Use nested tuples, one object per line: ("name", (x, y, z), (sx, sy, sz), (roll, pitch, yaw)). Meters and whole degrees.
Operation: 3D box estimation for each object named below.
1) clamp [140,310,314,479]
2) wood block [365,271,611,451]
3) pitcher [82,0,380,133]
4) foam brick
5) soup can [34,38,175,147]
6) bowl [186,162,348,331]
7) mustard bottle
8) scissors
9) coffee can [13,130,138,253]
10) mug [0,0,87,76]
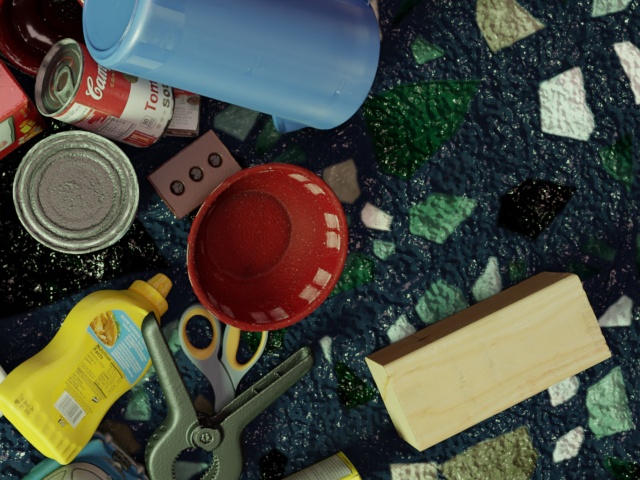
("clamp", (-0.098, 0.174, 0.997), (0.164, 0.036, 0.210), (7, 103, -13))
("wood block", (0.160, 0.113, 1.037), (0.206, 0.091, 0.090), (-24, 94, -8))
("pitcher", (-0.071, -0.189, 0.921), (0.242, 0.145, 0.149), (7, 80, -40))
("foam brick", (-0.119, -0.062, 1.009), (0.078, 0.051, 0.053), (-38, 97, -8))
("soup can", (-0.186, -0.126, 0.927), (0.102, 0.069, 0.068), (18, 87, -44))
("bowl", (-0.057, 0.001, 1.003), (0.161, 0.055, 0.162), (-7, 108, -24))
("mustard bottle", (-0.202, 0.103, 0.975), (0.191, 0.058, 0.096), (-50, 128, -26))
("scissors", (-0.110, 0.147, 1.030), (0.096, 0.016, 0.202), (19, 87, -8))
("coffee can", (-0.213, -0.040, 0.948), (0.102, 0.140, 0.103), (0, 90, -10))
("mug", (-0.249, -0.201, 0.961), (0.117, 0.081, 0.093), (-11, 118, 9))
